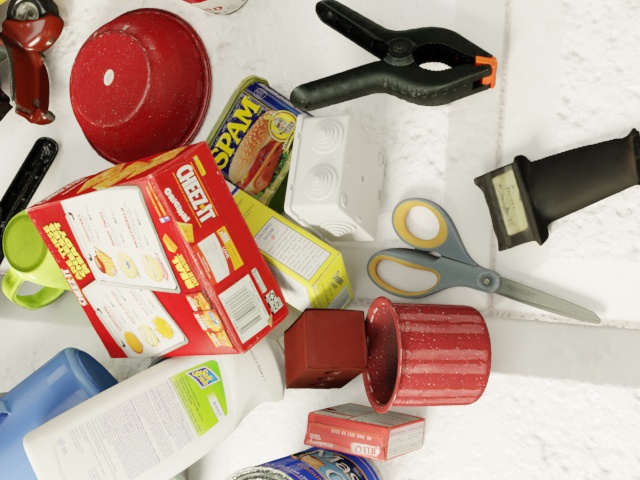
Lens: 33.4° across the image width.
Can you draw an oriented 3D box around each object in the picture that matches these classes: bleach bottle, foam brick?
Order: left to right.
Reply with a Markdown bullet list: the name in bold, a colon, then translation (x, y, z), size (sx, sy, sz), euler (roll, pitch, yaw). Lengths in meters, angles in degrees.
- **bleach bottle**: translation (-0.122, 0.155, 0.929), size (0.250, 0.068, 0.102), euler (-26, 91, -12)
- **foam brick**: translation (0.003, 0.092, 0.897), size (0.053, 0.078, 0.051), euler (2, 70, -15)

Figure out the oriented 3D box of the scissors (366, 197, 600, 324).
- **scissors**: translation (0.134, 0.014, 0.891), size (0.202, 0.016, 0.096), euler (3, 89, 25)

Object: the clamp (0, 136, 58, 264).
- **clamp**: translation (-0.331, 0.006, 1.052), size (0.036, 0.164, 0.210), euler (30, 110, -5)

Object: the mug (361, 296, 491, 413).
- **mug**: translation (0.083, 0.087, 0.870), size (0.081, 0.117, 0.093), euler (2, 115, -16)

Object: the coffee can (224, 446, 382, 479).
- **coffee can**: translation (-0.016, 0.228, 0.884), size (0.103, 0.140, 0.103), euler (-1, 87, 25)

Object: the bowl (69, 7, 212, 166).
- **bowl**: translation (-0.187, -0.151, 1.029), size (0.162, 0.055, 0.162), euler (-2, 87, 25)

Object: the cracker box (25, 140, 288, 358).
- **cracker box**: translation (-0.143, 0.015, 0.919), size (0.214, 0.072, 0.164), euler (-9, 113, 50)

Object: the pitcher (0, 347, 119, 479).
- **pitcher**: translation (-0.294, 0.208, 0.986), size (0.243, 0.149, 0.145), euler (-41, 82, -2)

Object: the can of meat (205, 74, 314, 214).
- **can of meat**: translation (-0.050, -0.083, 0.961), size (0.084, 0.057, 0.102), euler (36, 103, 19)

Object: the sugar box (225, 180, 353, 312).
- **sugar box**: translation (-0.056, 0.001, 0.937), size (0.176, 0.093, 0.048), euler (35, 73, 23)

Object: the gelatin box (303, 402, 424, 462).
- **gelatin box**: translation (0.038, 0.159, 0.889), size (0.073, 0.089, 0.030), euler (7, 91, 25)

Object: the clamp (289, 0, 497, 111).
- **clamp**: translation (0.062, -0.158, 0.903), size (0.171, 0.039, 0.120), euler (2, 62, 2)
